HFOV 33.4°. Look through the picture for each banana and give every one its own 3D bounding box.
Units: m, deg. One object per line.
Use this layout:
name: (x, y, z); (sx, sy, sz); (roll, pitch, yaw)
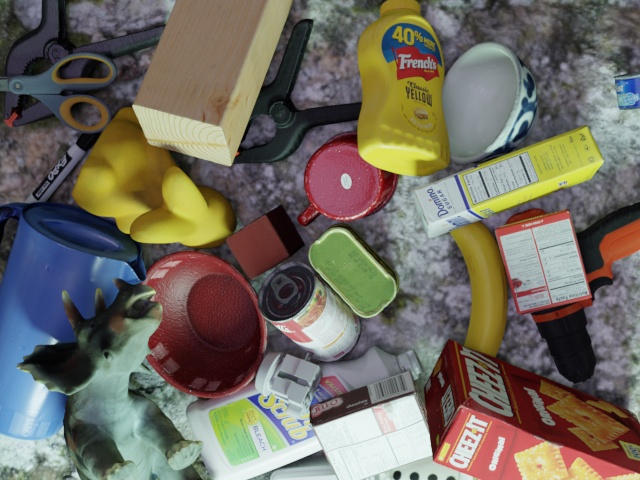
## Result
banana: (0.162, 0.056, 1.106); (0.070, 0.037, 0.198); (-7, 95, 34)

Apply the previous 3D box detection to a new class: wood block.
wood block: (-0.099, -0.191, 1.046); (0.091, 0.090, 0.206); (16, 71, 7)

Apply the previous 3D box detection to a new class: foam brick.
foam brick: (-0.057, 0.001, 1.117); (0.053, 0.078, 0.051); (-30, 93, 13)

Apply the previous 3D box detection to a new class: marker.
marker: (-0.284, -0.080, 1.179); (0.020, 0.020, 0.121); (43, 103, 2)

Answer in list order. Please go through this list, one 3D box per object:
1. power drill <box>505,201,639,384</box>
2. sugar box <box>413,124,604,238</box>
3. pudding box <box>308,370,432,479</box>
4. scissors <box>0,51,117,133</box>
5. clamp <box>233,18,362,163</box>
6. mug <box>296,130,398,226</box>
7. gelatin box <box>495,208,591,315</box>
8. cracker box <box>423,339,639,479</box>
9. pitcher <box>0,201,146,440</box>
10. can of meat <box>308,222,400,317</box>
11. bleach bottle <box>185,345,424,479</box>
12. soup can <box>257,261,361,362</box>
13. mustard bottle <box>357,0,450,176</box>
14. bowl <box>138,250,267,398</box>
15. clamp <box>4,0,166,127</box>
power drill: (0.296, 0.035, 1.063); (0.188, 0.057, 0.184); (-20, 94, 13)
sugar box: (0.180, -0.054, 1.038); (0.176, 0.093, 0.048); (-23, 80, 4)
pudding box: (0.055, 0.193, 1.086); (0.113, 0.039, 0.090); (-19, 120, 6)
scissors: (-0.309, -0.149, 1.142); (0.202, 0.016, 0.096); (-11, 110, 9)
clamp: (-0.027, -0.131, 1.112); (0.120, 0.039, 0.172); (45, 110, 8)
mug: (0.020, -0.056, 1.091); (0.117, 0.081, 0.093); (-40, 89, 13)
gelatin box: (0.217, 0.021, 1.038); (0.073, 0.030, 0.089); (-15, 91, 14)
cracker box: (0.213, 0.186, 1.027); (0.213, 0.164, 0.072); (22, 106, -4)
pitcher: (-0.303, 0.084, 1.156); (0.144, 0.149, 0.243); (13, 108, -35)
can of meat: (0.034, 0.030, 1.096); (0.057, 0.084, 0.102); (-44, 88, 4)
bleach bottle: (-0.012, 0.172, 1.141); (0.251, 0.068, 0.102); (-25, 79, 9)
soup can: (-0.010, 0.075, 1.098); (0.069, 0.102, 0.068); (-18, 52, 24)
mustard bottle: (0.081, -0.164, 1.052); (0.058, 0.096, 0.191); (-26, 58, 51)
bowl: (-0.119, 0.084, 1.143); (0.162, 0.055, 0.162); (6, 104, 23)
clamp: (-0.282, -0.213, 1.148); (0.210, 0.036, 0.164); (-43, 94, 16)
